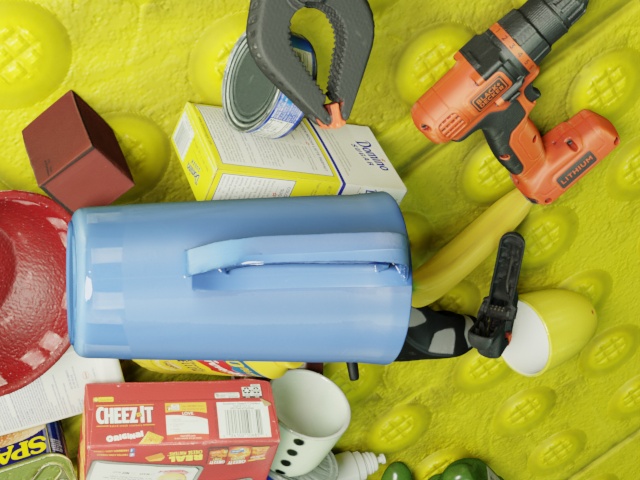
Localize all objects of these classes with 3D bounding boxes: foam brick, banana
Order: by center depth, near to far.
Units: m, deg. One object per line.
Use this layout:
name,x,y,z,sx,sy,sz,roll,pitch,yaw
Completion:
foam brick,-0.183,-0.063,0.801,0.053,0.078,0.051,-37,136,7
banana,0.140,0.011,1.030,0.197,0.037,0.070,-37,174,-29

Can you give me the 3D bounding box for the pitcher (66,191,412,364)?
pitcher,-0.059,0.026,0.779,0.242,0.145,0.149,-1,123,-16

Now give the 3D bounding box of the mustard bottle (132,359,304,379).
mustard bottle,-0.080,0.086,0.915,0.192,0.058,0.096,-2,150,36

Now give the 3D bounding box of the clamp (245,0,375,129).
clamp,-0.024,-0.181,0.754,0.164,0.036,0.210,-9,98,-15

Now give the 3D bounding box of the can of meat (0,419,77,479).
can of meat,-0.278,0.194,0.963,0.102,0.084,0.057,-17,131,-11

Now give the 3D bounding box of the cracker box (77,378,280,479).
cracker box,-0.138,0.209,0.977,0.164,0.072,0.214,0,141,-15

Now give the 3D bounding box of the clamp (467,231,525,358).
clamp,0.180,0.063,1.070,0.120,0.039,0.171,-65,165,-8

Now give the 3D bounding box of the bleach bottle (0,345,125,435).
bleach bottle,-0.299,0.129,0.916,0.250,0.068,0.102,-15,134,-13

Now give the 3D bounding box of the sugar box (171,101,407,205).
sugar box,-0.025,-0.062,0.873,0.175,0.093,0.048,7,128,-31

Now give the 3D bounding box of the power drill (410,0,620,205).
power drill,0.194,-0.127,0.960,0.184,0.057,0.187,-41,132,14

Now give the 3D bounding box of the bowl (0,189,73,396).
bowl,-0.250,0.034,0.792,0.161,0.055,0.162,-22,122,-41

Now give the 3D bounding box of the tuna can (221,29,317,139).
tuna can,-0.040,-0.122,0.819,0.033,0.086,0.086,11,122,-36
